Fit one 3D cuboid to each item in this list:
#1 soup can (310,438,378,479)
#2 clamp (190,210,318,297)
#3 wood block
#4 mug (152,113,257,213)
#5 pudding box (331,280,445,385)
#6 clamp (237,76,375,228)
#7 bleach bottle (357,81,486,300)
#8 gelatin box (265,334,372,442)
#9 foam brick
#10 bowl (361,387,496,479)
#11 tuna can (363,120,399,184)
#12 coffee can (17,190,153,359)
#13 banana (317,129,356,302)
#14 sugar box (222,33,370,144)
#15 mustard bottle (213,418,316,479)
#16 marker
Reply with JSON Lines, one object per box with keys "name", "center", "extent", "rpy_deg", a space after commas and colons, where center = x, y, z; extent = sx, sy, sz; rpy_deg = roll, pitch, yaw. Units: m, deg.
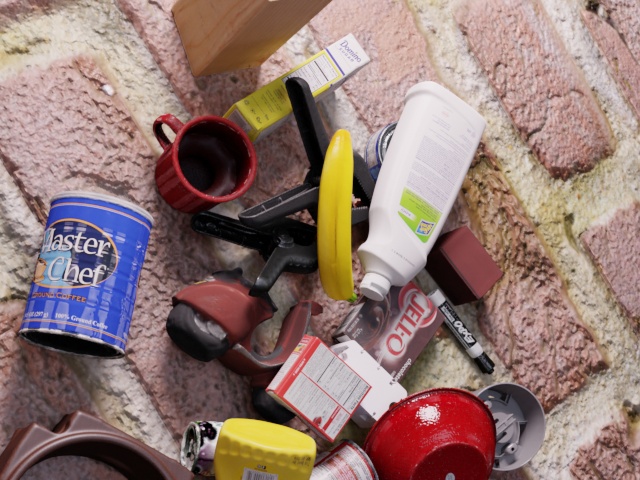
{"name": "soup can", "center": [0.002, 0.262, 1.116], "extent": [0.102, 0.069, 0.068], "rpy_deg": [-28, 91, -29]}
{"name": "clamp", "center": [-0.058, 0.001, 1.145], "extent": [0.120, 0.039, 0.171], "rpy_deg": [48, 29, 16]}
{"name": "wood block", "center": [-0.072, -0.256, 1.126], "extent": [0.090, 0.206, 0.090], "rpy_deg": [-17, 85, -29]}
{"name": "mug", "center": [-0.133, -0.084, 1.125], "extent": [0.117, 0.082, 0.093], "rpy_deg": [45, 62, -10]}
{"name": "pudding box", "center": [0.078, 0.097, 1.211], "extent": [0.090, 0.039, 0.113], "rpy_deg": [46, 62, -10]}
{"name": "clamp", "center": [-0.004, -0.058, 1.161], "extent": [0.209, 0.036, 0.164], "rpy_deg": [37, 74, -48]}
{"name": "bleach bottle", "center": [0.099, -0.051, 1.206], "extent": [0.102, 0.068, 0.250], "rpy_deg": [32, 68, -16]}
{"name": "gelatin box", "center": [-0.001, 0.152, 1.096], "extent": [0.089, 0.030, 0.073], "rpy_deg": [44, 72, -22]}
{"name": "foam brick", "center": [0.166, 0.030, 1.264], "extent": [0.051, 0.053, 0.078], "rpy_deg": [-42, 99, -28]}
{"name": "bowl", "center": [0.126, 0.240, 1.145], "extent": [0.162, 0.055, 0.162], "rpy_deg": [-7, 115, -16]}
{"name": "tuna can", "center": [0.097, -0.099, 1.272], "extent": [0.086, 0.034, 0.086], "rpy_deg": [7, 75, -25]}
{"name": "coffee can", "center": [-0.226, 0.035, 1.037], "extent": [0.102, 0.103, 0.140], "rpy_deg": [17, 71, -22]}
{"name": "banana", "center": [0.017, -0.016, 1.137], "extent": [0.037, 0.069, 0.198], "rpy_deg": [1, 108, 8]}
{"name": "sugar box", "center": [-0.035, -0.161, 1.187], "extent": [0.176, 0.093, 0.048], "rpy_deg": [-39, 95, -29]}
{"name": "mustard bottle", "center": [-0.069, 0.275, 1.049], "extent": [0.096, 0.058, 0.192], "rpy_deg": [12, 106, -1]}
{"name": "marker", "center": [0.168, 0.110, 1.264], "extent": [0.020, 0.020, 0.121], "rpy_deg": [-41, 97, -28]}
